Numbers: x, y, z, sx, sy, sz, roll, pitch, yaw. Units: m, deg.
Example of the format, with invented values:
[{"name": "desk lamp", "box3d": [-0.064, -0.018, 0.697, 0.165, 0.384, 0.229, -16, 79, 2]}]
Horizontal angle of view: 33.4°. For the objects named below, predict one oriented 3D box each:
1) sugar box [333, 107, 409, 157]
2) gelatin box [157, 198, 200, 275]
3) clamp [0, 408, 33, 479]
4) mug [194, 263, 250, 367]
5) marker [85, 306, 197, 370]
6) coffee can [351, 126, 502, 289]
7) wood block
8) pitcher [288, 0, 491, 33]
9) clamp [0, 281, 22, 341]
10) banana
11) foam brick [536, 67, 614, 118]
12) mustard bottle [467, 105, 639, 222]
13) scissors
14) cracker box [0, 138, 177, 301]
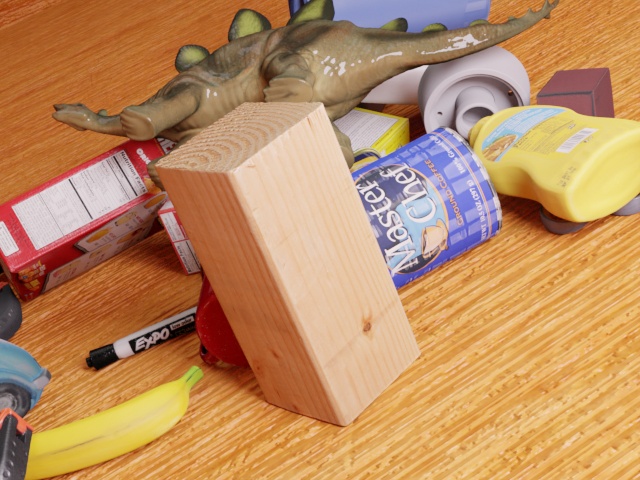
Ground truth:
[{"name": "sugar box", "box3d": [-0.006, -0.107, 1.111, 0.176, 0.048, 0.093, 15, 41, 30]}, {"name": "gelatin box", "box3d": [-0.102, -0.012, 1.025, 0.089, 0.073, 0.030, -13, 26, 21]}, {"name": "clamp", "box3d": [-0.268, 0.199, 0.759, 0.120, 0.039, 0.171, -3, 45, 29]}, {"name": "mug", "box3d": [-0.063, 0.055, 0.859, 0.117, 0.093, 0.081, -46, 20, 27]}, {"name": "marker", "box3d": [-0.149, 0.084, 0.936, 0.121, 0.020, 0.020, -22, 25, 1]}, {"name": "coffee can", "box3d": [0.060, -0.016, 0.864, 0.140, 0.103, 0.103, -28, 26, -12]}, {"name": "wood block", "box3d": [-0.019, 0.016, 0.743, 0.090, 0.206, 0.090, 8, 39, 48]}, {"name": "pitcher", "box3d": [0.083, -0.294, 1.345, 0.242, 0.145, 0.149, -10, 17, -9]}, {"name": "clamp", "box3d": [-0.342, 0.106, 1.032, 0.165, 0.036, 0.209, -9, 28, 28]}, {"name": "banana", "box3d": [-0.181, 0.151, 0.817, 0.198, 0.037, 0.069, -20, 6, 2]}, {"name": "foam brick", "box3d": [0.232, -0.121, 0.970, 0.051, 0.053, 0.078, 0, 23, 27]}, {"name": "mustard bottle", "box3d": [0.182, -0.073, 0.887, 0.096, 0.058, 0.192, -37, 28, -13]}, {"name": "scissors", "box3d": [0.201, -0.051, 0.918, 0.096, 0.016, 0.202, -29, 26, -13]}, {"name": "cracker box", "box3d": [-0.226, -0.029, 1.079, 0.213, 0.072, 0.164, -30, -6, -16]}]
